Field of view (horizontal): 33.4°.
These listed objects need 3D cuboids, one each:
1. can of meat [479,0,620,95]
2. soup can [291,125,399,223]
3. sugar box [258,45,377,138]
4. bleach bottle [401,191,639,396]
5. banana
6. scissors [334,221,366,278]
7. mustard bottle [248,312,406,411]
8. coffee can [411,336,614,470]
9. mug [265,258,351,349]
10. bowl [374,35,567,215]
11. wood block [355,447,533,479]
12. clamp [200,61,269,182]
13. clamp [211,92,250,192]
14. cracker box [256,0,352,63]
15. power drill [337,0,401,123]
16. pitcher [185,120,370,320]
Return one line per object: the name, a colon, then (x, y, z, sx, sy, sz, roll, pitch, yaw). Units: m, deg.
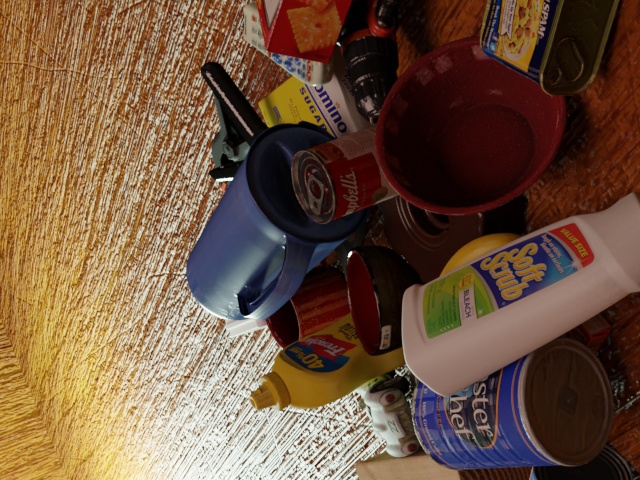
can of meat: (0.172, -0.172, 0.810, 0.084, 0.057, 0.102, 42, 130, 47)
soup can: (0.034, -0.062, 0.959, 0.069, 0.102, 0.068, 40, 140, 43)
sugar box: (-0.002, -0.140, 1.158, 0.176, 0.048, 0.093, -25, 87, 64)
bleach bottle: (0.178, 0.028, 0.833, 0.251, 0.068, 0.102, -33, 31, 30)
banana: (0.133, 0.052, 0.945, 0.070, 0.037, 0.198, 40, 137, 11)
scissors: (0.043, 0.030, 1.208, 0.096, 0.016, 0.202, -33, 77, 61)
mustard bottle: (0.009, 0.131, 1.137, 0.096, 0.191, 0.058, 31, 139, 51)
coffee can: (0.160, 0.141, 0.905, 0.141, 0.102, 0.103, -20, 88, 54)
mug: (-0.014, 0.066, 1.262, 0.093, 0.081, 0.117, 29, 131, 52)
bowl: (0.130, -0.087, 0.890, 0.162, 0.162, 0.055, 53, -174, 32)
wood block: (0.132, 0.251, 1.100, 0.206, 0.090, 0.090, -30, 79, 61)
clamp: (-0.062, -0.088, 1.205, 0.210, 0.036, 0.165, 39, 146, 25)
clamp: (-0.097, -0.119, 1.351, 0.120, 0.039, 0.171, 45, 148, 32)
cracker box: (0.002, -0.293, 0.952, 0.164, 0.072, 0.214, -102, 27, -47)
power drill: (0.067, -0.220, 0.934, 0.188, 0.057, 0.184, 130, 138, -54)
pitcher: (-0.057, 0.001, 1.113, 0.145, 0.149, 0.243, 52, 144, 8)
